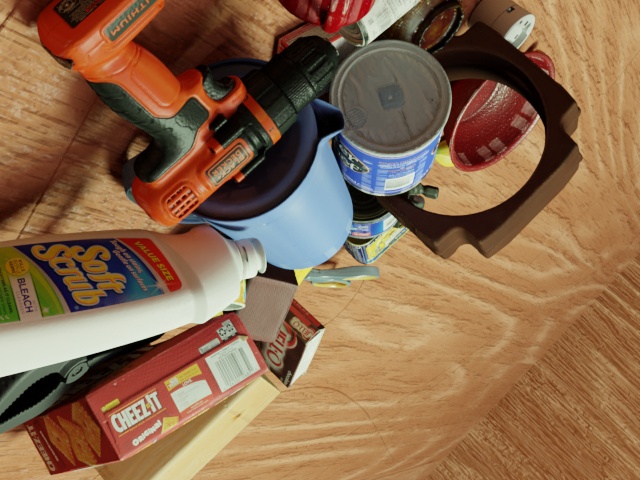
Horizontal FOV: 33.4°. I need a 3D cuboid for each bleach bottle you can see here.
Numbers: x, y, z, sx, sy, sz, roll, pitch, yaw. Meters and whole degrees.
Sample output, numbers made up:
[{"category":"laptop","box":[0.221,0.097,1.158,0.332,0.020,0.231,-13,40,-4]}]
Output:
[{"category":"bleach bottle","box":[-0.163,0.031,0.785,0.250,0.103,0.068,-13,147,-23]}]

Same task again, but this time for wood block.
[{"category":"wood block","box":[-0.158,0.208,1.230,0.206,0.090,0.090,-43,158,-4]}]

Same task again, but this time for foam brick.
[{"category":"foam brick","box":[-0.062,0.054,1.069,0.051,0.053,0.078,12,121,-20]}]

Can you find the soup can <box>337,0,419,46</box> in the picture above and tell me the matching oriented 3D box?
[{"category":"soup can","box":[0.052,-0.215,0.870,0.102,0.068,0.068,-41,158,-9]}]

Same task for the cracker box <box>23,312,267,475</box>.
[{"category":"cracker box","box":[-0.172,0.145,1.005,0.163,0.072,0.214,-29,-178,-33]}]

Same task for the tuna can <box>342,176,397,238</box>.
[{"category":"tuna can","box":[0.045,-0.047,1.139,0.086,0.086,0.034,-38,156,-16]}]

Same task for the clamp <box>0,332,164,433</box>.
[{"category":"clamp","box":[-0.206,0.096,0.882,0.209,0.036,0.164,-40,161,-17]}]

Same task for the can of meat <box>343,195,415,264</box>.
[{"category":"can of meat","box":[0.067,-0.026,1.258,0.102,0.057,0.084,-42,161,-7]}]

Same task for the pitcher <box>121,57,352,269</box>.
[{"category":"pitcher","box":[-0.054,-0.049,0.924,0.145,0.149,0.242,-59,163,-6]}]

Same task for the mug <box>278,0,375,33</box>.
[{"category":"mug","box":[0.010,-0.200,0.769,0.093,0.117,0.082,3,148,-11]}]

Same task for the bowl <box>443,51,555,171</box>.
[{"category":"bowl","box":[0.192,-0.159,1.224,0.161,0.055,0.162,-29,145,-23]}]

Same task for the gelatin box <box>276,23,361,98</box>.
[{"category":"gelatin box","box":[-0.001,-0.160,0.928,0.089,0.030,0.073,-34,158,-26]}]

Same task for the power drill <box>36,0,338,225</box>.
[{"category":"power drill","box":[-0.086,-0.119,0.726,0.184,0.057,0.187,-44,136,-7]}]

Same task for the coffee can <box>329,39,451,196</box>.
[{"category":"coffee can","box":[0.060,-0.106,0.959,0.102,0.103,0.140,-42,170,-7]}]

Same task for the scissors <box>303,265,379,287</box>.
[{"category":"scissors","box":[0.004,0.037,1.255,0.096,0.016,0.201,-10,169,20]}]

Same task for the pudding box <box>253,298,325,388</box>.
[{"category":"pudding box","box":[-0.047,0.108,1.245,0.039,0.090,0.114,-37,161,-30]}]
